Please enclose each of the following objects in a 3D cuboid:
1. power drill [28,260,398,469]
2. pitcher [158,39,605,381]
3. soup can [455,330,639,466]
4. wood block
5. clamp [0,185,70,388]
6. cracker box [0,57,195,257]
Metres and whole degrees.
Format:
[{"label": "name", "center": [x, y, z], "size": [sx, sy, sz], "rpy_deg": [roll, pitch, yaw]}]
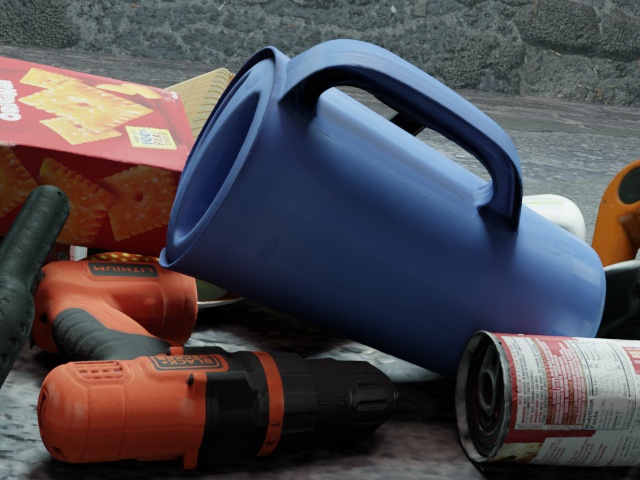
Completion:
[{"label": "power drill", "center": [-0.074, 0.062, 0.583], "size": [0.184, 0.057, 0.188], "rpy_deg": [3, 12, -27]}, {"label": "pitcher", "center": [0.045, -0.004, 0.604], "size": [0.242, 0.145, 0.149], "rpy_deg": [26, -3, -19]}, {"label": "soup can", "center": [0.131, 0.084, 0.563], "size": [0.102, 0.068, 0.068], "rpy_deg": [4, 14, -13]}, {"label": "wood block", "center": [-0.105, -0.081, 0.942], "size": [0.090, 0.091, 0.206], "rpy_deg": [29, -10, -22]}, {"label": "clamp", "center": [-0.184, 0.049, 0.561], "size": [0.039, 0.120, 0.171], "rpy_deg": [33, 24, -18]}, {"label": "cracker box", "center": [-0.191, -0.065, 0.693], "size": [0.213, 0.072, 0.164], "rpy_deg": [10, 23, -17]}]
